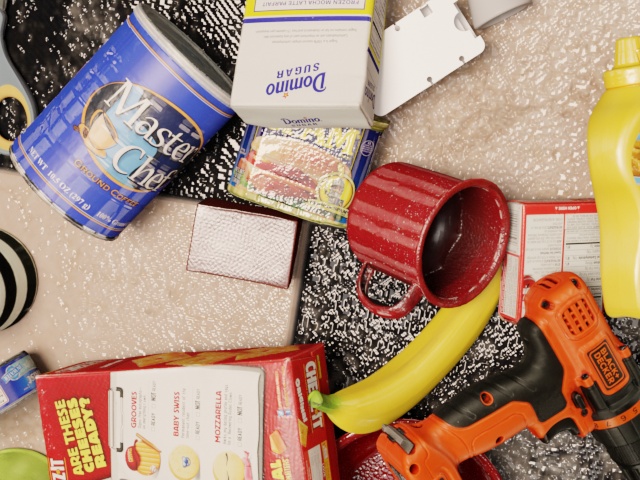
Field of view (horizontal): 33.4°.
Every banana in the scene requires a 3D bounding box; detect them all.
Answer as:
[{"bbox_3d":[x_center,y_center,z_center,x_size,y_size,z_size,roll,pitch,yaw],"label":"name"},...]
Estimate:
[{"bbox_3d":[0.074,0.082,0.774,0.197,0.069,0.037,-37,58,-25],"label":"banana"}]

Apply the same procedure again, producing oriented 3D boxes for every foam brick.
[{"bbox_3d":[-0.055,0.001,0.798,0.078,0.051,0.053,11,98,3],"label":"foam brick"}]

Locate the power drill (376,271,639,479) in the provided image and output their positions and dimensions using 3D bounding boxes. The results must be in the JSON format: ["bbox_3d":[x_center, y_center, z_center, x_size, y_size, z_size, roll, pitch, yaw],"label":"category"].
[{"bbox_3d":[0.147,0.140,0.746,0.187,0.057,0.184,-35,106,-12],"label":"power drill"}]

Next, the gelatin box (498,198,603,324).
[{"bbox_3d":[0.169,0.015,0.777,0.073,0.030,0.089,-2,99,-20],"label":"gelatin box"}]

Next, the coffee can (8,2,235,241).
[{"bbox_3d":[-0.138,-0.084,0.768,0.103,0.102,0.140,45,99,-2],"label":"coffee can"}]

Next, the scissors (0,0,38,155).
[{"bbox_3d":[-0.235,-0.152,0.812,0.096,0.016,0.202,29,99,-1],"label":"scissors"}]

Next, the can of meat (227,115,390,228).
[{"bbox_3d":[-0.010,-0.063,0.783,0.102,0.057,0.084,19,101,2],"label":"can of meat"}]

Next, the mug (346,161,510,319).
[{"bbox_3d":[0.067,0.002,0.753,0.093,0.082,0.117,37,81,-44],"label":"mug"}]

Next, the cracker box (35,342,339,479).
[{"bbox_3d":[-0.093,0.166,0.782,0.214,0.072,0.164,-7,92,25],"label":"cracker box"}]

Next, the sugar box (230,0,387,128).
[{"bbox_3d":[-0.002,-0.164,0.735,0.093,0.048,0.176,3,76,17],"label":"sugar box"}]

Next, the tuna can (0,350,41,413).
[{"bbox_3d":[-0.254,0.119,0.815,0.086,0.086,0.034,-30,92,8],"label":"tuna can"}]
